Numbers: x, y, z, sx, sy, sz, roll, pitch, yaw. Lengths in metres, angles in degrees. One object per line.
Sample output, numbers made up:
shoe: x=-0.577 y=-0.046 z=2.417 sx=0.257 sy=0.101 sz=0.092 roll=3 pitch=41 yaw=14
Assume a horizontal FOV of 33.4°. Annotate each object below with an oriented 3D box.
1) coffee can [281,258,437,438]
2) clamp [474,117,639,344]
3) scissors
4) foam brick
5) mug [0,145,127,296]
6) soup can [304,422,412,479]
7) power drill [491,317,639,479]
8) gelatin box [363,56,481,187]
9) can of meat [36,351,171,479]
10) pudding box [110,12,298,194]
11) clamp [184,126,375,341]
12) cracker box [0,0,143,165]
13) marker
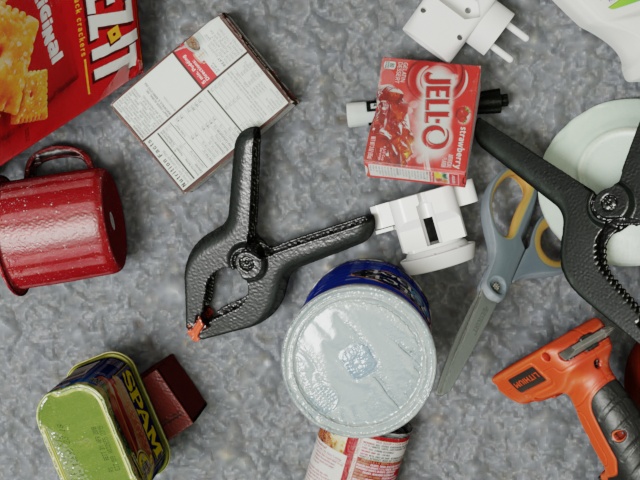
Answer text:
coffee can: x=0.030 y=0.072 z=0.765 sx=0.103 sy=0.140 sz=0.103 roll=1 pitch=96 yaw=5
clamp: x=0.208 y=-0.031 z=0.725 sx=0.165 sy=0.036 sz=0.210 roll=-30 pitch=66 yaw=26
scissors: x=0.139 y=0.036 z=0.758 sx=0.096 sy=0.016 sz=0.201 roll=25 pitch=58 yaw=-16
foam brick: x=-0.137 y=0.135 z=0.832 sx=0.078 sy=0.051 sz=0.053 roll=-33 pitch=93 yaw=8
mug: x=-0.196 y=-0.020 z=0.809 sx=0.081 sy=0.093 sz=0.117 roll=-9 pitch=62 yaw=1
soup can: x=0.024 y=0.180 z=0.814 sx=0.068 sy=0.068 sz=0.102 roll=17 pitch=98 yaw=3
power drill: x=0.203 y=0.160 z=0.769 sx=0.057 sy=0.185 sz=0.188 roll=-26 pitch=77 yaw=-27
gelatin box: x=0.075 y=-0.086 z=0.769 sx=0.073 sy=0.030 sz=0.089 roll=8 pitch=70 yaw=11
can of meat: x=-0.155 y=0.139 z=0.764 sx=0.057 sy=0.084 sz=0.102 roll=-21 pitch=95 yaw=7
pudding box: x=-0.087 y=-0.103 z=0.808 sx=0.113 sy=0.039 sz=0.090 roll=-38 pitch=93 yaw=10
clamp: x=-0.055 y=0.001 z=0.802 sx=0.172 sy=0.039 sz=0.120 roll=-43 pitch=88 yaw=19
cracker box: x=-0.210 y=-0.143 z=0.697 sx=0.072 sy=0.213 sz=0.164 roll=23 pitch=134 yaw=24
marker: x=0.080 y=-0.100 z=0.802 sx=0.121 sy=0.020 sz=0.020 roll=-5 pitch=96 yaw=6
